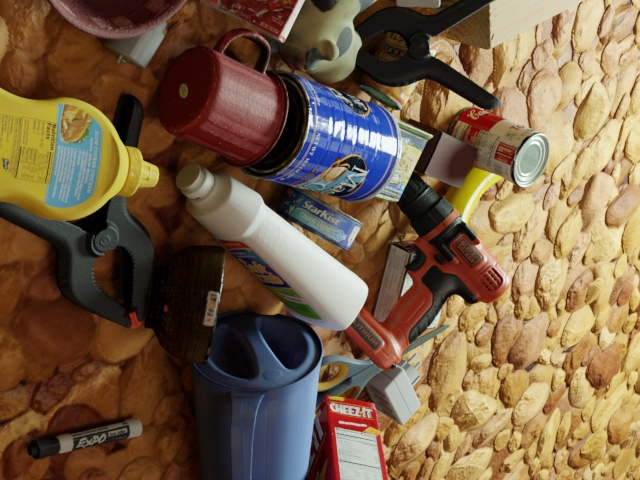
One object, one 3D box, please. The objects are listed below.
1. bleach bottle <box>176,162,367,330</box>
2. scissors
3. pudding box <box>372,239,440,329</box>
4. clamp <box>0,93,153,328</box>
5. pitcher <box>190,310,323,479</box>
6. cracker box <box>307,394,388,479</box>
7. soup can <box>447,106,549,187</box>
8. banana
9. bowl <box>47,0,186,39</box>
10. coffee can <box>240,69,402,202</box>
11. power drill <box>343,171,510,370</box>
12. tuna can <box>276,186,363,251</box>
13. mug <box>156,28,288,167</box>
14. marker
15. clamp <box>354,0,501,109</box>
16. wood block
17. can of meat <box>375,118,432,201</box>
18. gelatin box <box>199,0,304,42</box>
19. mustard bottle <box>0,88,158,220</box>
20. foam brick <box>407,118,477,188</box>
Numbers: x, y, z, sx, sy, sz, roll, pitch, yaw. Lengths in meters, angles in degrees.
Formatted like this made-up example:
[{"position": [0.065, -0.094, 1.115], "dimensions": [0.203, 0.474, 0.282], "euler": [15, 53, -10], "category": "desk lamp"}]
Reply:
[{"position": [-0.057, 0.001, 1.048], "dimensions": [0.250, 0.103, 0.068], "euler": [42, 74, -43], "category": "bleach bottle"}, {"position": [0.059, 0.137, 1.261], "dimensions": [0.201, 0.016, 0.096], "euler": [-39, 131, -4], "category": "scissors"}, {"position": [0.113, 0.055, 1.288], "dimensions": [0.089, 0.039, 0.113], "euler": [-4, 113, -43], "category": "pudding box"}, {"position": [-0.205, -0.004, 0.923], "dimensions": [0.164, 0.036, 0.210], "euler": [-28, 126, -31], "category": "clamp"}, {"position": [-0.070, 0.208, 1.110], "dimensions": [0.149, 0.145, 0.243], "euler": [-24, 130, -36], "category": "pitcher"}, {"position": [0.016, 0.300, 1.187], "dimensions": [0.072, 0.213, 0.164], "euler": [14, 115, -10], "category": "cracker box"}, {"position": [0.205, -0.109, 1.239], "dimensions": [0.068, 0.102, 0.068], "euler": [-24, 127, -36], "category": "soup can"}, {"position": [0.183, -0.047, 1.279], "dimensions": [0.197, 0.069, 0.037], "euler": [-47, 176, -27], "category": "banana"}, {"position": [-0.163, -0.240, 0.817], "dimensions": [0.161, 0.055, 0.162], "euler": [-24, 128, -36], "category": "bowl"}, {"position": [-0.003, -0.098, 1.028], "dimensions": [0.140, 0.103, 0.103], "euler": [11, 103, -48], "category": "coffee can"}, {"position": [0.094, 0.039, 1.199], "dimensions": [0.187, 0.184, 0.057], "euler": [-42, -179, -3], "category": "power drill"}, {"position": [-0.001, -0.023, 1.087], "dimensions": [0.086, 0.086, 0.034], "euler": [27, 92, -50], "category": "tuna can"}, {"position": [-0.084, -0.130, 0.937], "dimensions": [0.081, 0.093, 0.117], "euler": [20, 101, -45], "category": "mug"}, {"position": [-0.226, 0.191, 1.027], "dimensions": [0.120, 0.020, 0.020], "euler": [-6, 116, -45], "category": "marker"}, {"position": [0.104, -0.182, 1.058], "dimensions": [0.039, 0.171, 0.120], "euler": [20, 63, -86], "category": "clamp"}, {"position": [0.217, -0.291, 1.157], "dimensions": [0.205, 0.090, 0.091], "euler": [-30, 130, -31], "category": "wood block"}, {"position": [0.060, -0.093, 1.134], "dimensions": [0.101, 0.058, 0.084], "euler": [14, 103, -48], "category": "can of meat"}, {"position": [-0.055, -0.223, 0.916], "dimensions": [0.073, 0.089, 0.030], "euler": [-63, 174, 4], "category": "gelatin box"}, {"position": [-0.214, -0.066, 0.828], "dimensions": [0.191, 0.058, 0.096], "euler": [9, 84, -35], "category": "mustard bottle"}, {"position": [0.130, -0.097, 1.206], "dimensions": [0.078, 0.053, 0.051], "euler": [17, 99, -50], "category": "foam brick"}]
